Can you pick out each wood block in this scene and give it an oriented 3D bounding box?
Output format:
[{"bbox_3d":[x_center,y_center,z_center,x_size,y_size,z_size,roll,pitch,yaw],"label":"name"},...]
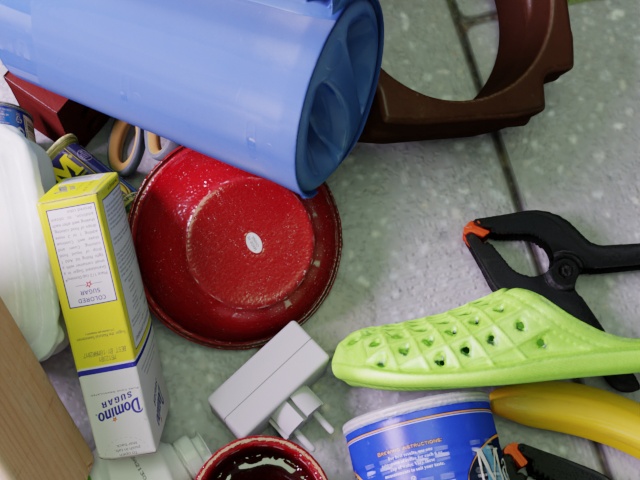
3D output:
[{"bbox_3d":[-0.227,0.093,0.637,0.090,0.206,0.090,-14,29,13],"label":"wood block"}]

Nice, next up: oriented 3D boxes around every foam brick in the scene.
[{"bbox_3d":[-0.197,-0.112,0.813,0.051,0.078,0.053,34,73,11],"label":"foam brick"}]

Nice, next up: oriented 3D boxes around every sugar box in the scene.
[{"bbox_3d":[-0.142,0.048,0.712,0.048,0.093,0.176,-8,102,0],"label":"sugar box"}]

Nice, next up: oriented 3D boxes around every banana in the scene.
[{"bbox_3d":[0.216,0.141,0.751,0.198,0.037,0.069,28,35,14],"label":"banana"}]

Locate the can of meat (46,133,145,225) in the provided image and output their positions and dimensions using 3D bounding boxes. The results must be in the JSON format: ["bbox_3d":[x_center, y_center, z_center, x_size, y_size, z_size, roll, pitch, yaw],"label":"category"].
[{"bbox_3d":[-0.184,-0.013,0.791,0.084,0.057,0.102,38,74,8],"label":"can of meat"}]

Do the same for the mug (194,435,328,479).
[{"bbox_3d":[-0.036,0.194,0.711,0.093,0.081,0.117,-14,72,-7],"label":"mug"}]

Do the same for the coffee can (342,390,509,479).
[{"bbox_3d":[0.079,0.181,0.708,0.102,0.103,0.140,-11,72,-6],"label":"coffee can"}]

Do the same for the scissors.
[{"bbox_3d":[-0.143,-0.133,0.839,0.016,0.096,0.202,19,42,-40],"label":"scissors"}]

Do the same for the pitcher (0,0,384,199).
[{"bbox_3d":[-0.088,-0.134,0.695,0.243,0.145,0.149,20,89,16],"label":"pitcher"}]

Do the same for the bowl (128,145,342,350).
[{"bbox_3d":[-0.055,0.001,0.760,0.162,0.055,0.162,-1,92,-15],"label":"bowl"}]

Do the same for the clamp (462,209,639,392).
[{"bbox_3d":[0.192,0.020,0.799,0.171,0.039,0.120,35,76,9],"label":"clamp"}]
